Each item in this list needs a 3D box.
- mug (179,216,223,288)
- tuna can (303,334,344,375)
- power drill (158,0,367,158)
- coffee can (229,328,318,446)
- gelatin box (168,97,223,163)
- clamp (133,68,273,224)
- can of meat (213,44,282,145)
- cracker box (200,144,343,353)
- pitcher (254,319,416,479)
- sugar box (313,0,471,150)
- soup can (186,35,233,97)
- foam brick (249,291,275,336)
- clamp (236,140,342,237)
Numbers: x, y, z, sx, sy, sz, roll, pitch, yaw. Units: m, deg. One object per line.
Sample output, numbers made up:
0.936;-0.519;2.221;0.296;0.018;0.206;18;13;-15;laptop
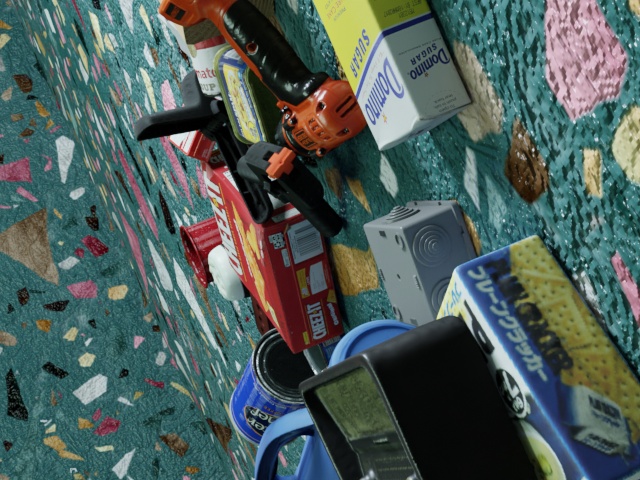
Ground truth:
-0.141;0.008;1.471;0.093;0.081;0.117;68;165;-4;mug
0.004;0.120;1.229;0.086;0.033;0.086;58;162;30;tuna can
-0.049;-0.146;0.886;0.187;0.057;0.185;44;167;-9;power drill
-0.049;0.183;1.316;0.103;0.102;0.140;61;151;23;coffee can
-0.138;-0.135;1.225;0.073;0.030;0.089;-66;27;7;gelatin box
-0.116;-0.126;1.100;0.164;0.036;0.210;32;-145;-30;clamp
-0.053;-0.137;1.018;0.084;0.057;0.102;32;143;61;can of meat
-0.058;0.001;1.199;0.214;0.072;0.164;46;154;54;cracker box
0.039;0.180;0.969;0.145;0.149;0.243;38;147;22;pitcher
0.034;-0.154;0.718;0.176;0.048;0.093;68;165;2;sugar box
-0.101;-0.202;1.065;0.069;0.068;0.102;36;146;63;soup can
-0.052;0.092;1.347;0.053;0.051;0.078;53;159;43;foam brick
-0.039;-0.058;0.977;0.120;0.039;0.171;29;170;14;clamp
